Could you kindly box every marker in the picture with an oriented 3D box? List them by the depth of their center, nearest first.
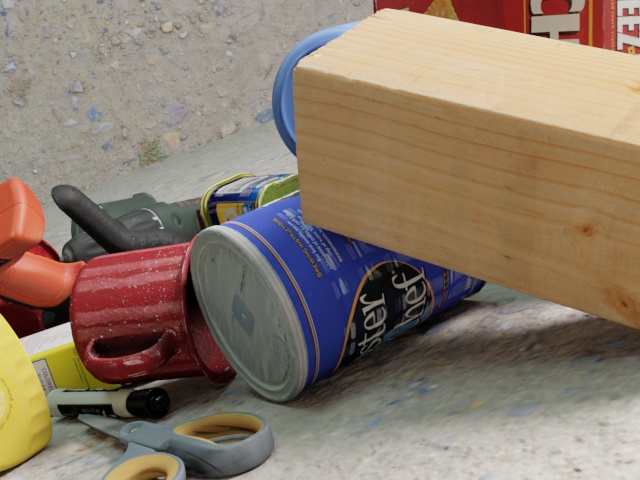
[{"bbox_3d":[-0.134,0.102,0.667,0.121,0.020,0.020,-9,16,46],"label":"marker"}]

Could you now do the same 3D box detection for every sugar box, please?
[{"bbox_3d":[-0.161,0.081,0.760,0.176,0.048,0.093,-16,10,4],"label":"sugar box"}]

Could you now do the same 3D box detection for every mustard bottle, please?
[{"bbox_3d":[-0.247,0.117,0.594,0.058,0.096,0.191,-9,15,44],"label":"mustard bottle"}]

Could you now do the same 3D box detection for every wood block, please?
[{"bbox_3d":[0.097,-0.038,0.501,0.206,0.090,0.090,18,39,30],"label":"wood block"}]

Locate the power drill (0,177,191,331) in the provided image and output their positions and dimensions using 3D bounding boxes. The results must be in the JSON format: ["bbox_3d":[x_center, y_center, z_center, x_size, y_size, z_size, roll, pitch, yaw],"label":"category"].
[{"bbox_3d":[-0.179,0.021,0.797,0.185,0.057,0.187,-27,-35,24],"label":"power drill"}]

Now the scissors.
[{"bbox_3d":[-0.107,0.114,0.564,0.202,0.016,0.096,-10,15,45],"label":"scissors"}]

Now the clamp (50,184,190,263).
[{"bbox_3d":[-0.172,0.023,0.896,0.120,0.171,0.039,-45,37,32],"label":"clamp"}]

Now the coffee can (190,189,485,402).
[{"bbox_3d":[0.012,0.015,0.606,0.140,0.103,0.103,-26,12,-28],"label":"coffee can"}]

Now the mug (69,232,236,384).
[{"bbox_3d":[-0.103,0.051,0.648,0.082,0.093,0.117,-8,24,18],"label":"mug"}]

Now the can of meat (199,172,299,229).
[{"bbox_3d":[-0.033,0.002,0.763,0.057,0.102,0.084,-26,14,-29],"label":"can of meat"}]
